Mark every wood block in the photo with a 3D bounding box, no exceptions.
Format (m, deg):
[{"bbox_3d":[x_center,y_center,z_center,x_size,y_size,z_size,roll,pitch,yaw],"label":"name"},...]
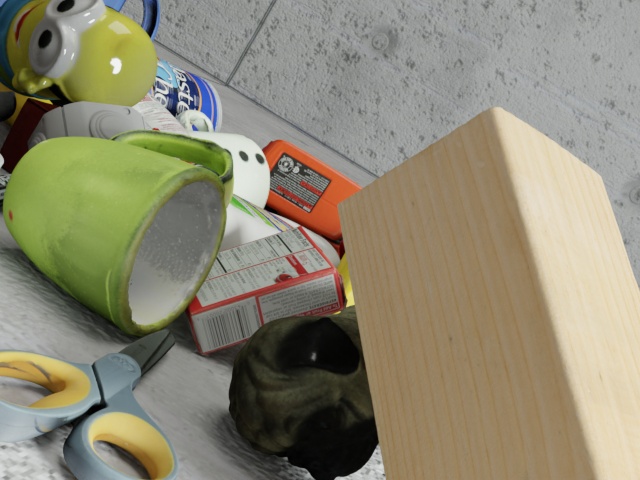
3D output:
[{"bbox_3d":[0.081,0.064,0.421,0.090,0.091,0.206,24,46,-43],"label":"wood block"}]

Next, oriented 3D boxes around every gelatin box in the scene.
[{"bbox_3d":[-0.038,0.028,0.621,0.089,0.030,0.073,-17,24,-12],"label":"gelatin box"}]

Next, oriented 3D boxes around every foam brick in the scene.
[{"bbox_3d":[-0.177,-0.060,0.749,0.053,0.051,0.078,34,9,17],"label":"foam brick"}]

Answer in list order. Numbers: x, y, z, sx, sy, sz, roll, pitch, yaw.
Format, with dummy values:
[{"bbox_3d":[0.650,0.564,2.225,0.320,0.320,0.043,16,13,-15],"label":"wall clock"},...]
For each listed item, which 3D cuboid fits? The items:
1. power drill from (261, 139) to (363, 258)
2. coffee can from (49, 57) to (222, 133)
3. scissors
[{"bbox_3d":[0.007,-0.015,0.984,0.184,0.057,0.187,29,-11,11],"label":"power drill"},{"bbox_3d":[-0.172,-0.122,0.961,0.103,0.103,0.140,37,10,36],"label":"coffee can"},{"bbox_3d":[-0.076,0.069,0.453,0.096,0.016,0.201,35,9,17],"label":"scissors"}]
